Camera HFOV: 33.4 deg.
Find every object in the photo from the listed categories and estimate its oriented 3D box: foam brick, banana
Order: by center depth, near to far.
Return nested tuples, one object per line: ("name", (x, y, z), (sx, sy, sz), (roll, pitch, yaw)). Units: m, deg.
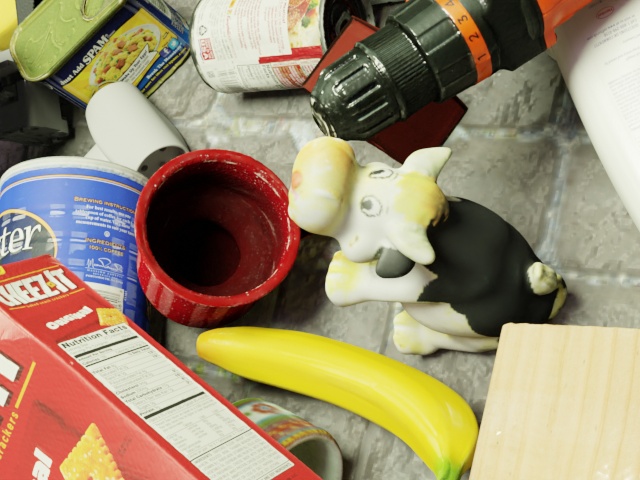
("banana", (0.017, 0.080, 0.577), (0.198, 0.069, 0.037), (21, 104, 43))
("foam brick", (0.038, -0.084, 0.621), (0.053, 0.078, 0.051), (36, 92, 38))

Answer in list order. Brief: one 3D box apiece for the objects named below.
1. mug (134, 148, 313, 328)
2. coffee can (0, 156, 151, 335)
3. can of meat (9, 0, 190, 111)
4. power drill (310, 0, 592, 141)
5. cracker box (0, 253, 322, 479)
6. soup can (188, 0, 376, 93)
("mug", (-0.054, 0.001, 0.631), (0.117, 0.082, 0.093), (-18, 77, -18))
("coffee can", (-0.157, 0.032, 0.675), (0.103, 0.102, 0.140), (-12, 66, 27))
("can of meat", (-0.150, -0.139, 0.750), (0.102, 0.083, 0.057), (-42, 56, 10))
("power drill", (0.046, -0.140, 0.561), (0.184, 0.057, 0.188), (-32, 44, -6))
("cracker box", (-0.115, 0.135, 0.538), (0.214, 0.072, 0.164), (36, 114, 21))
("soup can", (-0.024, -0.130, 0.682), (0.102, 0.068, 0.068), (0, 71, 31))
